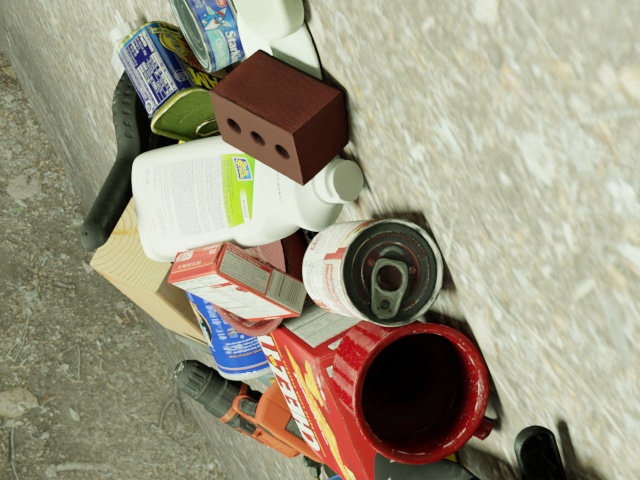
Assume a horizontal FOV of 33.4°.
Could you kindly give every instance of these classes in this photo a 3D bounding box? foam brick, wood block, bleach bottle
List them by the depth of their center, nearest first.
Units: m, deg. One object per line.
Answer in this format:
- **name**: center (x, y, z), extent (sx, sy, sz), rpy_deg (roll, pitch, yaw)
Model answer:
- **foam brick**: center (-0.027, -0.083, 0.724), extent (0.078, 0.051, 0.053), rpy_deg (30, 151, 28)
- **bleach bottle**: center (-0.057, -0.033, 0.833), extent (0.251, 0.067, 0.102), rpy_deg (0, 102, 52)
- **wood block**: center (-0.161, 0.043, 1.210), extent (0.091, 0.090, 0.206), rpy_deg (22, 164, 24)

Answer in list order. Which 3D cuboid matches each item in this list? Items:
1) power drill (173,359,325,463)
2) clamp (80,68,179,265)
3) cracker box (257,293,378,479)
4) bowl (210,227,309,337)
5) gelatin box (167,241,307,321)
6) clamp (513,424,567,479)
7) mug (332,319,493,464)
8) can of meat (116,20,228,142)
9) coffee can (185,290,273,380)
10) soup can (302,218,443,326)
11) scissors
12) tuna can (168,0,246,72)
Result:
- **power drill**: center (-0.065, 0.188, 1.189), extent (0.184, 0.057, 0.188), rpy_deg (33, 164, -18)
- **clamp**: center (-0.161, -0.078, 0.954), extent (0.164, 0.036, 0.210), rpy_deg (1, -91, -69)
- **cracker box**: center (0.018, 0.137, 0.950), extent (0.164, 0.072, 0.214), rpy_deg (68, 165, -15)
- **bowl**: center (-0.056, 0.001, 0.949), extent (0.162, 0.055, 0.162), rpy_deg (27, 125, 46)
- **gelatin box**: center (-0.066, 0.034, 0.855), extent (0.089, 0.030, 0.073), rpy_deg (30, 156, -30)
- **clamp**: center (0.155, 0.196, 0.645), extent (0.171, 0.039, 0.120), rpy_deg (73, 174, -51)
- **mug**: center (0.066, 0.100, 0.725), extent (0.117, 0.093, 0.081), rpy_deg (29, 179, -15)
- **can of meat**: center (-0.116, -0.134, 0.913), extent (0.101, 0.057, 0.084), rpy_deg (10, -134, -59)
- **coffee can**: center (-0.082, 0.057, 1.091), extent (0.103, 0.102, 0.140), rpy_deg (30, 144, 64)
- **soup can**: center (0.032, 0.020, 0.715), extent (0.068, 0.068, 0.102), rpy_deg (65, 166, -7)
- **scissors**: center (-0.073, 0.158, 1.237), extent (0.202, 0.016, 0.096), rpy_deg (13, 150, 34)
- **tuna can**: center (-0.092, -0.178, 0.853), extent (0.086, 0.033, 0.086), rpy_deg (59, 169, 19)
